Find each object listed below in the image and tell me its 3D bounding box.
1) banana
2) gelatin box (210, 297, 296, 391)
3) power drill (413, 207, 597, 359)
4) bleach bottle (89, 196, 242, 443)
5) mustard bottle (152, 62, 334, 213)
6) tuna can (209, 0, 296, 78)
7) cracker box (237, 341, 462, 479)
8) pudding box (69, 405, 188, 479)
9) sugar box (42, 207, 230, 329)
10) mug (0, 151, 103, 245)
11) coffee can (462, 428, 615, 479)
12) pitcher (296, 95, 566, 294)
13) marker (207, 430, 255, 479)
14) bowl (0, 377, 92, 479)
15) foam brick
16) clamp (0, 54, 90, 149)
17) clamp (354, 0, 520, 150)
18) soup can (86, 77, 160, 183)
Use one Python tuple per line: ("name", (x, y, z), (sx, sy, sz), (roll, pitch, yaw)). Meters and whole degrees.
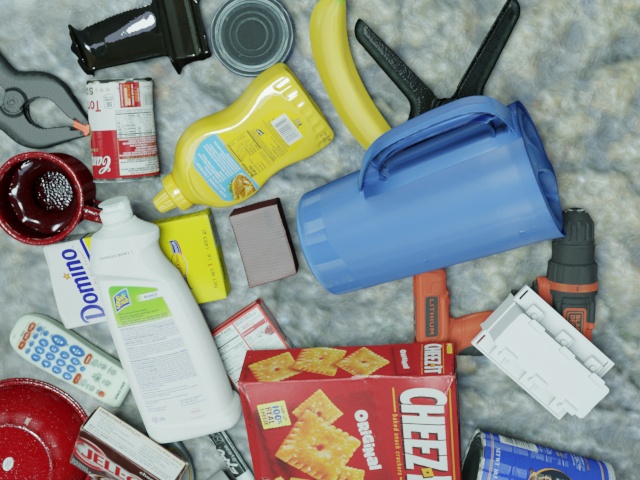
("banana", (0.030, -0.160, 1.063), (0.037, 0.070, 0.198), (-31, 111, -29))
("gelatin box", (-0.070, 0.117, 1.125), (0.073, 0.030, 0.089), (-34, 96, 8))
("power drill", (0.189, 0.058, 1.093), (0.187, 0.057, 0.184), (0, 99, 2))
("bleach bottle", (-0.160, 0.075, 1.063), (0.102, 0.068, 0.251), (-14, 108, 5))
("mustard bottle", (-0.088, -0.088, 1.075), (0.192, 0.058, 0.096), (-35, 125, 7))
("tuna can", (-0.068, -0.207, 1.073), (0.086, 0.033, 0.086), (0, 99, 2))
("cracker box", (0.034, 0.191, 1.081), (0.214, 0.072, 0.164), (-3, 117, 8))
("pudding box", (-0.198, 0.228, 1.094), (0.113, 0.039, 0.090), (31, 143, 1))
("sugar box", (-0.190, 0.030, 1.107), (0.176, 0.048, 0.093), (-12, 100, 2))
("mug", (-0.264, -0.043, 1.081), (0.117, 0.081, 0.093), (16, 99, 0))
("coffee can", (0.219, 0.262, 1.100), (0.140, 0.103, 0.103), (15, 99, 0))
("pitcher", (0.099, -0.038, 1.017), (0.243, 0.144, 0.149), (-19, 91, 19))
("marker", (-0.094, 0.233, 1.141), (0.020, 0.020, 0.121), (-34, 89, 6))
("bowl", (-0.324, 0.231, 1.139), (0.162, 0.055, 0.162), (0, 98, 2))
("foam brick", (-0.057, 0.001, 1.096), (0.053, 0.051, 0.078), (-15, 98, 3))
("clamp", (-0.313, -0.152, 1.088), (0.171, 0.039, 0.120), (11, 103, -6))
("clamp", (0.137, -0.140, 1.074), (0.164, 0.036, 0.210), (-14, 100, 5))
("soup can", (-0.198, -0.112, 1.075), (0.068, 0.068, 0.102), (-3, 98, 2))
